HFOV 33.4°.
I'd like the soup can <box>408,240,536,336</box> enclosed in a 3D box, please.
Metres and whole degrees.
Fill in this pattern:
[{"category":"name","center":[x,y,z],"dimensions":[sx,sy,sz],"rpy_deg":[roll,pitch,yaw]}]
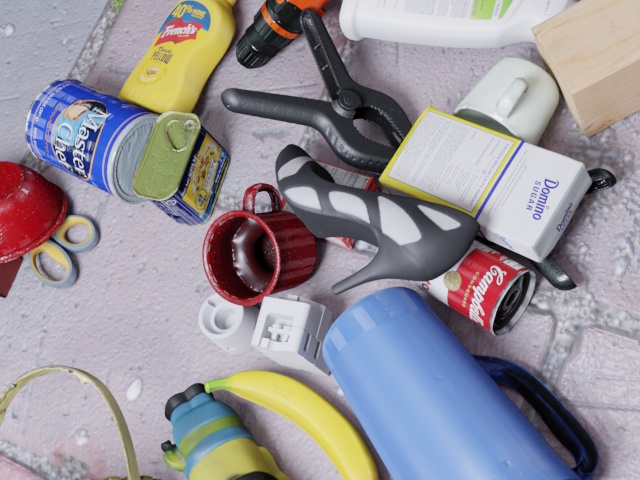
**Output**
[{"category":"soup can","center":[0.138,0.034,0.990],"dimensions":[0.102,0.068,0.068],"rpy_deg":[32,83,30]}]

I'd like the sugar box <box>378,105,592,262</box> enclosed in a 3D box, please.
[{"category":"sugar box","center":[0.151,-0.055,0.994],"dimensions":[0.176,0.048,0.093],"rpy_deg":[28,81,33]}]

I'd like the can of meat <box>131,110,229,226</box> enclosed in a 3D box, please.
[{"category":"can of meat","center":[-0.146,-0.075,1.146],"dimensions":[0.058,0.083,0.102],"rpy_deg":[11,73,26]}]

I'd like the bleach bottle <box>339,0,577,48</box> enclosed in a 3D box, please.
[{"category":"bleach bottle","center":[0.153,-0.236,1.090],"dimensions":[0.251,0.068,0.102],"rpy_deg":[14,85,16]}]

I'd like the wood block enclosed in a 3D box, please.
[{"category":"wood block","center":[0.316,-0.198,1.000],"dimensions":[0.206,0.090,0.090],"rpy_deg":[-28,60,10]}]

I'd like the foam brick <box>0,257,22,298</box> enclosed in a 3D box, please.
[{"category":"foam brick","center":[-0.395,0.028,1.227],"dimensions":[0.078,0.051,0.053],"rpy_deg":[14,75,27]}]

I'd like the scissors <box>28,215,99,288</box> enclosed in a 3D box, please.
[{"category":"scissors","center":[-0.328,-0.024,1.236],"dimensions":[0.096,0.016,0.202],"rpy_deg":[-41,59,-6]}]

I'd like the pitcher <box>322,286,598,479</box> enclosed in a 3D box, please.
[{"category":"pitcher","center":[0.113,0.154,0.927],"dimensions":[0.145,0.149,0.243],"rpy_deg":[-47,55,16]}]

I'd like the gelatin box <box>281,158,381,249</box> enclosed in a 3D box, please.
[{"category":"gelatin box","center":[0.008,-0.039,1.098],"dimensions":[0.089,0.030,0.073],"rpy_deg":[20,76,29]}]

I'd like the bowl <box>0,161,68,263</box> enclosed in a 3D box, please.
[{"category":"bowl","center":[-0.371,-0.041,1.204],"dimensions":[0.162,0.055,0.162],"rpy_deg":[-7,39,5]}]

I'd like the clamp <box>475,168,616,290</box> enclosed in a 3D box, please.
[{"category":"clamp","center":[0.184,-0.018,1.010],"dimensions":[0.172,0.039,0.120],"rpy_deg":[7,67,31]}]

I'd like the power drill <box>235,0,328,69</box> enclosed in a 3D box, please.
[{"category":"power drill","center":[-0.043,-0.305,1.195],"dimensions":[0.185,0.057,0.187],"rpy_deg":[-40,49,35]}]

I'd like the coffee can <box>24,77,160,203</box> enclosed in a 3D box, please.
[{"category":"coffee can","center":[-0.244,-0.112,1.192],"dimensions":[0.140,0.102,0.103],"rpy_deg":[25,80,29]}]

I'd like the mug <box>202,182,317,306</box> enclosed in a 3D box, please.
[{"category":"mug","center":[-0.057,0.001,1.058],"dimensions":[0.093,0.081,0.117],"rpy_deg":[0,96,32]}]

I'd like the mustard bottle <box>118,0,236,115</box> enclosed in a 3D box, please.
[{"category":"mustard bottle","center":[-0.150,-0.225,1.225],"dimensions":[0.096,0.058,0.191],"rpy_deg":[20,77,42]}]

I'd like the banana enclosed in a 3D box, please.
[{"category":"banana","center":[-0.014,0.173,1.004],"dimensions":[0.198,0.037,0.069],"rpy_deg":[29,52,23]}]

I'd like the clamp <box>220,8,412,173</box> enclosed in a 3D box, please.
[{"category":"clamp","center":[0.013,-0.128,1.074],"dimensions":[0.210,0.036,0.164],"rpy_deg":[43,57,5]}]
